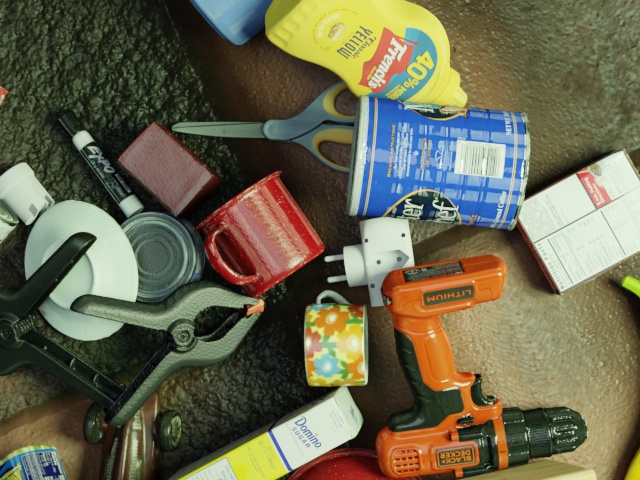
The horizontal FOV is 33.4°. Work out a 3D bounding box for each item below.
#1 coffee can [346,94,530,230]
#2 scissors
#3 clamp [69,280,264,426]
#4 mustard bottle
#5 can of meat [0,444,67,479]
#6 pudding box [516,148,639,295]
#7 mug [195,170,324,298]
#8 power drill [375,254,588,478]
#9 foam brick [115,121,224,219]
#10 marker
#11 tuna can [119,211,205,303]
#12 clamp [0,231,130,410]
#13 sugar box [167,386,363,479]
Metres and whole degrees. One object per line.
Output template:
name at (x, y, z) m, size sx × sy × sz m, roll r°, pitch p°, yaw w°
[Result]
coffee can at (0.097, -0.066, 0.908) m, size 0.140 × 0.103 × 0.103 m, roll 6°, pitch 89°, yaw -1°
scissors at (-0.030, -0.118, 0.979) m, size 0.202 × 0.016 × 0.096 m, roll 18°, pitch 89°, yaw 7°
clamp at (-0.130, 0.093, 0.945) m, size 0.171 × 0.039 × 0.120 m, roll -10°, pitch 108°, yaw -22°
mustard bottle at (0.053, -0.165, 0.916) m, size 0.191 × 0.058 × 0.096 m, roll 29°, pitch 123°, yaw -28°
can of meat at (-0.269, 0.243, 0.963) m, size 0.102 × 0.057 × 0.084 m, roll -37°, pitch 66°, yaw 27°
pudding box at (0.234, -0.016, 0.931) m, size 0.113 × 0.039 × 0.090 m, roll -29°, pitch 86°, yaw 8°
mug at (-0.056, 0.001, 0.934) m, size 0.093 × 0.117 × 0.081 m, roll -35°, pitch 89°, yaw 36°
power drill at (0.130, 0.110, 0.911) m, size 0.184 × 0.057 × 0.187 m, roll -9°, pitch 103°, yaw 0°
foam brick at (-0.136, -0.063, 0.974) m, size 0.078 × 0.053 × 0.051 m, roll 42°, pitch 94°, yaw 6°
marker at (-0.208, -0.073, 1.001) m, size 0.020 × 0.020 × 0.121 m, roll -38°, pitch 84°, yaw 5°
tuna can at (-0.152, 0.016, 0.983) m, size 0.086 × 0.033 × 0.086 m, roll 0°, pitch 89°, yaw 8°
clamp at (-0.270, 0.087, 0.977) m, size 0.210 × 0.036 × 0.164 m, roll -11°, pitch 100°, yaw 24°
sugar box at (-0.050, 0.189, 0.936) m, size 0.176 × 0.093 × 0.048 m, roll -27°, pitch 86°, yaw 7°
